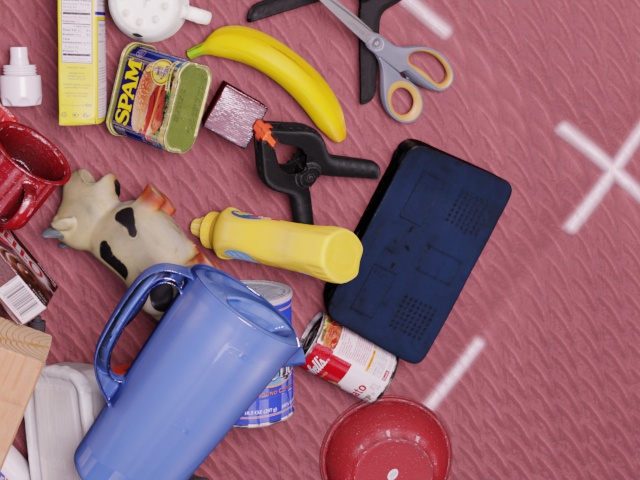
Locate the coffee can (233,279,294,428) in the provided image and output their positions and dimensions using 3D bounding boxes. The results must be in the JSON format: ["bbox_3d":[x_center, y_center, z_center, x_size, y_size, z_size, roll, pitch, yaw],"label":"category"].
[{"bbox_3d":[-0.081,0.123,1.182,0.102,0.103,0.140,-2,102,-5],"label":"coffee can"}]

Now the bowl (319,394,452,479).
[{"bbox_3d":[0.082,0.266,1.251,0.162,0.055,0.162,-1,101,-5],"label":"bowl"}]

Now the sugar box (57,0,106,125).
[{"bbox_3d":[-0.246,-0.210,1.103,0.048,0.093,0.176,-2,101,-6],"label":"sugar box"}]

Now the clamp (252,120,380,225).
[{"bbox_3d":[-0.021,-0.066,1.153,0.171,0.039,0.120,30,98,-40],"label":"clamp"}]

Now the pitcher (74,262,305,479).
[{"bbox_3d":[-0.146,0.147,1.062,0.149,0.144,0.243,41,98,26],"label":"pitcher"}]

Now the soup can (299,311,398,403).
[{"bbox_3d":[0.029,0.133,1.212,0.102,0.068,0.068,29,97,-11],"label":"soup can"}]

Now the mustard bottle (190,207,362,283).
[{"bbox_3d":[-0.057,0.001,1.149,0.192,0.096,0.058,11,89,27],"label":"mustard bottle"}]

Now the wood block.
[{"bbox_3d":[-0.362,0.189,1.110,0.090,0.090,0.206,22,99,-14],"label":"wood block"}]

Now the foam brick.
[{"bbox_3d":[-0.092,-0.135,1.141,0.053,0.078,0.051,28,97,-13],"label":"foam brick"}]

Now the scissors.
[{"bbox_3d":[0.056,-0.191,1.141,0.201,0.016,0.096,18,103,-30],"label":"scissors"}]

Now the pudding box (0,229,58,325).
[{"bbox_3d":[-0.335,0.028,1.145,0.039,0.090,0.113,-33,103,3],"label":"pudding box"}]

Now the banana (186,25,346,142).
[{"bbox_3d":[-0.044,-0.179,1.155,0.197,0.037,0.070,31,141,-9],"label":"banana"}]

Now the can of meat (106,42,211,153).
[{"bbox_3d":[-0.169,-0.148,1.121,0.084,0.057,0.102,21,101,31],"label":"can of meat"}]

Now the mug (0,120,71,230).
[{"bbox_3d":[-0.320,-0.057,1.115,0.093,0.117,0.082,25,117,-41],"label":"mug"}]

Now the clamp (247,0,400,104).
[{"bbox_3d":[0.047,-0.263,1.149,0.164,0.036,0.210,41,99,-13],"label":"clamp"}]
